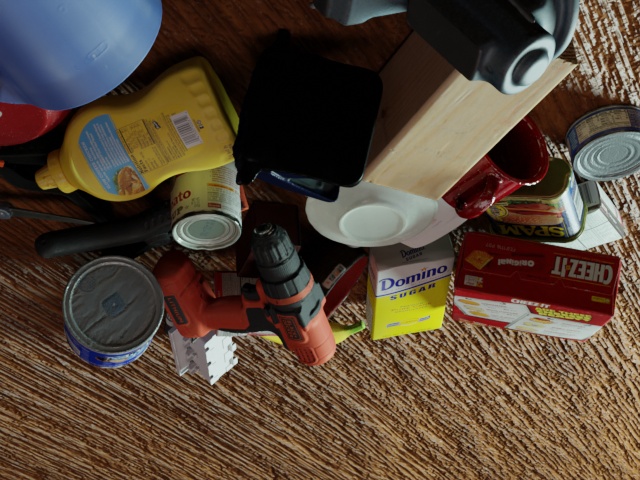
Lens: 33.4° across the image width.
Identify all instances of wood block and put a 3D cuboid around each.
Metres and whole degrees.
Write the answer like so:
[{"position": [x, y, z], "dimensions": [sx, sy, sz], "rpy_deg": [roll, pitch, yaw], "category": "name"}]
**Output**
[{"position": [0.118, -0.134, 0.928], "dimensions": [0.090, 0.091, 0.206], "rpy_deg": [13, 145, -25], "category": "wood block"}]

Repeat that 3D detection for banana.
[{"position": [-0.042, 0.103, 1.345], "dimensions": [0.197, 0.037, 0.070], "rpy_deg": [14, 125, -30], "category": "banana"}]

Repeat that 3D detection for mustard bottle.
[{"position": [-0.171, -0.088, 0.962], "dimensions": [0.192, 0.058, 0.096], "rpy_deg": [-21, 117, 12], "category": "mustard bottle"}]

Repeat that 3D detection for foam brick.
[{"position": [-0.058, 0.001, 1.161], "dimensions": [0.053, 0.051, 0.078], "rpy_deg": [6, 147, -19], "category": "foam brick"}]

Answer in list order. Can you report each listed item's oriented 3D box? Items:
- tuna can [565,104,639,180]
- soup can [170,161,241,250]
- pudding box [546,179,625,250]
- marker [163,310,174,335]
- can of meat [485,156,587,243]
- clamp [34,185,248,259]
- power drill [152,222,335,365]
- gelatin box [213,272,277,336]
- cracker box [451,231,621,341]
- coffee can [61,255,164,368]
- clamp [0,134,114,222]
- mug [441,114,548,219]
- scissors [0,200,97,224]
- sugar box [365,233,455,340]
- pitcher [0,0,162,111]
[{"position": [0.291, -0.096, 1.066], "dimensions": [0.086, 0.034, 0.086], "rpy_deg": [-3, 148, -2], "category": "tuna can"}, {"position": [-0.110, -0.050, 1.022], "dimensions": [0.068, 0.102, 0.068], "rpy_deg": [-3, 149, -2], "category": "soup can"}, {"position": [0.269, -0.018, 1.187], "dimensions": [0.114, 0.039, 0.090], "rpy_deg": [-18, 149, 26], "category": "pudding box"}, {"position": [-0.179, 0.084, 1.307], "dimensions": [0.020, 0.020, 0.121], "rpy_deg": [2, 148, -11], "category": "marker"}, {"position": [0.217, -0.043, 1.104], "dimensions": [0.102, 0.057, 0.084], "rpy_deg": [3, 151, 26], "category": "can of meat"}, {"position": [-0.178, -0.013, 1.101], "dimensions": [0.210, 0.036, 0.164], "rpy_deg": [-20, 170, 17], "category": "clamp"}, {"position": [-0.086, 0.053, 1.132], "dimensions": [0.188, 0.057, 0.184], "rpy_deg": [5, 132, 33], "category": "power drill"}, {"position": [-0.080, 0.075, 1.256], "dimensions": [0.089, 0.073, 0.030], "rpy_deg": [0, 149, -10], "category": "gelatin box"}, {"position": [0.232, 0.054, 1.181], "dimensions": [0.164, 0.072, 0.213], "rpy_deg": [9, 168, 9], "category": "cracker box"}, {"position": [-0.225, 0.080, 1.148], "dimensions": [0.102, 0.103, 0.140], "rpy_deg": [3, 167, -12], "category": "coffee can"}, {"position": [-0.248, -0.062, 1.047], "dimensions": [0.171, 0.039, 0.120], "rpy_deg": [14, 141, -28], "category": "clamp"}, {"position": [0.155, -0.068, 1.022], "dimensions": [0.093, 0.117, 0.082], "rpy_deg": [30, 142, -19], "category": "mug"}, {"position": [-0.340, -0.024, 1.099], "dimensions": [0.201, 0.016, 0.096], "rpy_deg": [17, 147, -22], "category": "scissors"}, {"position": [0.104, 0.056, 1.269], "dimensions": [0.093, 0.048, 0.176], "rpy_deg": [-11, 151, -5], "category": "sugar box"}, {"position": [-0.214, -0.218, 0.730], "dimensions": [0.145, 0.149, 0.242], "rpy_deg": [-2, 148, 25], "category": "pitcher"}]
